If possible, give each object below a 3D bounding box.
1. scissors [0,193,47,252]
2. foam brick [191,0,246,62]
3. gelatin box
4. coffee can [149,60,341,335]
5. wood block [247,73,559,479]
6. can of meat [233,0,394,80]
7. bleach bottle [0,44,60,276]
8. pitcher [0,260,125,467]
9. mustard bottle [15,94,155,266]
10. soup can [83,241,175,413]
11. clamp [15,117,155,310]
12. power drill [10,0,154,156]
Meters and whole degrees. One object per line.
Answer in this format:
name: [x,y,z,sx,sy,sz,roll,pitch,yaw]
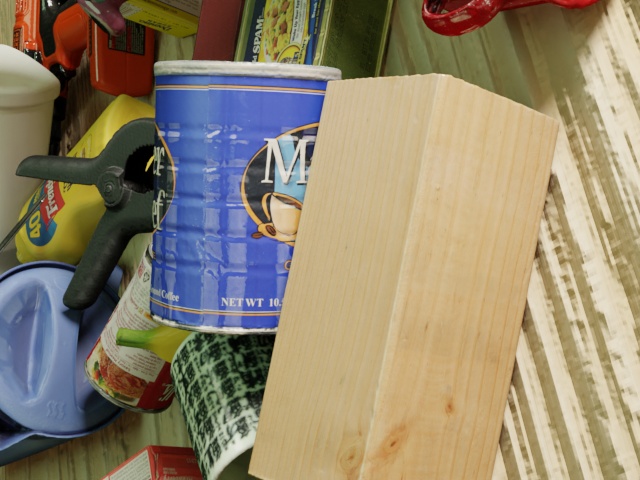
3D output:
scissors: [-0.278,0.047,0.813,0.202,0.016,0.096,-49,15,3]
foam brick: [-0.052,-0.134,0.736,0.051,0.052,0.078,2,80,51]
gelatin box: [-0.100,0.162,0.683,0.089,0.073,0.030,-38,52,36]
coffee can: [-0.042,-0.026,0.592,0.103,0.102,0.140,10,100,52]
wood block: [0.043,0.029,0.539,0.091,0.090,0.206,7,84,51]
can of meat: [-0.005,-0.126,0.673,0.084,0.057,0.102,3,81,49]
bleach bottle: [-0.283,-0.039,0.942,0.103,0.067,0.251,35,128,35]
pitcher: [-0.251,0.110,0.857,0.243,0.148,0.145,-30,71,46]
mustard bottle: [-0.199,-0.031,0.877,0.192,0.058,0.096,-38,44,39]
soup can: [-0.111,0.058,0.734,0.102,0.068,0.069,-60,41,18]
clamp: [-0.145,-0.042,0.751,0.172,0.039,0.120,-37,81,22]
power drill: [-0.217,-0.151,0.934,0.188,0.057,0.184,-2,88,48]
